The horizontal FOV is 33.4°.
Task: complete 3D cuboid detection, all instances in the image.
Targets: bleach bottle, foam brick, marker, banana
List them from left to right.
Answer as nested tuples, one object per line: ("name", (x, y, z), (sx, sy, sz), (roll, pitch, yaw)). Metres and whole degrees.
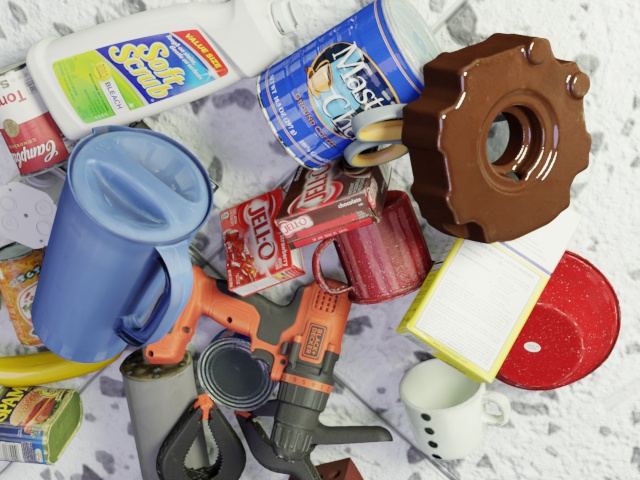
("banana", (-0.293, 0.135, 1.166), (0.198, 0.069, 0.037), (-11, 76, 12))
("bleach bottle", (-0.137, -0.175, 0.977), (0.251, 0.068, 0.102), (-17, 112, 18))
("marker", (-0.139, -0.076, 1.049), (0.121, 0.020, 0.020), (40, 117, -7))
("foam brick", (0.006, 0.280, 1.166), (0.078, 0.053, 0.051), (-19, 109, 21))

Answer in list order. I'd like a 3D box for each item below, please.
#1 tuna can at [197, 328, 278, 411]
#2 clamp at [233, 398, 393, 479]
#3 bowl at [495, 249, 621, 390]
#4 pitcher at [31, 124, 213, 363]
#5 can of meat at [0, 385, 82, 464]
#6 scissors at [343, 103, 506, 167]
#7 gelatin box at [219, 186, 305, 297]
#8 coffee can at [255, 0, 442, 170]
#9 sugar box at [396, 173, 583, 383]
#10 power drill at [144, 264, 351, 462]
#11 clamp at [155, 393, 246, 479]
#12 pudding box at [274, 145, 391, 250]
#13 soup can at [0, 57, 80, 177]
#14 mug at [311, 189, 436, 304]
("tuna can", (-0.084, 0.134, 1.125), (0.086, 0.033, 0.086), (5, 111, 13))
("clamp", (-0.010, 0.212, 1.126), (0.171, 0.039, 0.120), (37, 85, 18))
("bowl", (0.206, 0.087, 1.023), (0.162, 0.055, 0.162), (6, 117, 12))
("pitcher", (-0.197, 0.023, 1.018), (0.145, 0.149, 0.243), (24, 136, -9))
("can of meat", (-0.321, 0.203, 1.182), (0.084, 0.102, 0.057), (4, 116, 10))
("scissors", (0.105, -0.093, 0.933), (0.096, 0.201, 0.016), (-42, 57, 50))
("gelatin box", (-0.057, 0.001, 1.031), (0.073, 0.089, 0.030), (-21, 152, 23))
("coffee can", (0.030, -0.138, 0.930), (0.140, 0.102, 0.103), (-28, 106, 24))
("sugar box", (0.152, 0.030, 0.961), (0.093, 0.048, 0.176), (33, 78, -5))
("power drill", (-0.074, 0.110, 1.062), (0.188, 0.057, 0.184), (15, 80, 8))
("clamp", (-0.118, 0.265, 1.133), (0.164, 0.036, 0.210), (7, 106, -18))
("pudding box", (0.015, -0.044, 0.974), (0.090, 0.113, 0.039), (-17, 113, 20))
("soup can", (-0.280, -0.121, 1.035), (0.069, 0.068, 0.102), (-14, 110, 19))
("mug", (0.045, 0.008, 0.999), (0.117, 0.093, 0.081), (-24, 105, -11))
